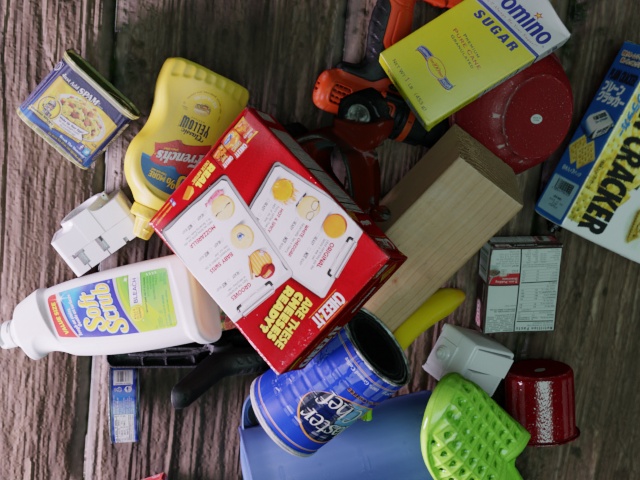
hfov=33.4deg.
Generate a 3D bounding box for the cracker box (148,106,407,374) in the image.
[{"bbox_3d":[-0.045,0.000,1.065,0.214,0.072,0.164,47,106,17],"label":"cracker box"}]

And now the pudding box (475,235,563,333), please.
[{"bbox_3d":[0.232,0.052,1.249,0.090,0.039,0.113,-1,111,-8],"label":"pudding box"}]

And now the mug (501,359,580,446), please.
[{"bbox_3d":[0.249,0.190,1.270,0.117,0.093,0.081,1,101,25],"label":"mug"}]

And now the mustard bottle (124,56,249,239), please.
[{"bbox_3d":[-0.155,-0.092,1.138,0.096,0.058,0.191,23,90,-27],"label":"mustard bottle"}]

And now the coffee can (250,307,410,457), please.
[{"bbox_3d":[0.010,0.149,1.129,0.140,0.102,0.102,-40,106,21],"label":"coffee can"}]

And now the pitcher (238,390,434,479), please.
[{"bbox_3d":[0.028,0.242,1.235,0.242,0.145,0.149,-14,132,-7],"label":"pitcher"}]

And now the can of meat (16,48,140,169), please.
[{"bbox_3d":[-0.257,-0.137,1.134,0.102,0.057,0.084,42,98,-14],"label":"can of meat"}]

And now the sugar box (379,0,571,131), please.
[{"bbox_3d":[0.159,-0.199,1.105,0.176,0.048,0.093,-33,86,2],"label":"sugar box"}]

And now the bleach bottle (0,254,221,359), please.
[{"bbox_3d":[-0.237,0.086,1.161,0.251,0.068,0.102,-14,77,16],"label":"bleach bottle"}]

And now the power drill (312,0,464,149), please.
[{"bbox_3d":[0.104,-0.200,1.162,0.184,0.057,0.188,18,100,-15],"label":"power drill"}]

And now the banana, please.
[{"bbox_3d":[0.095,0.111,1.209,0.197,0.037,0.069,-47,144,-20],"label":"banana"}]

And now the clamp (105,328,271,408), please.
[{"bbox_3d":[-0.112,0.133,1.175,0.209,0.165,0.036,-9,108,-28],"label":"clamp"}]

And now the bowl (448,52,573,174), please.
[{"bbox_3d":[0.221,-0.140,1.167,0.161,0.055,0.162,-9,111,-24],"label":"bowl"}]

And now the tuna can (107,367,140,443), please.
[{"bbox_3d":[-0.221,0.185,1.205,0.033,0.086,0.086,-2,104,-9],"label":"tuna can"}]

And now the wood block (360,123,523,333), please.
[{"bbox_3d":[0.110,-0.011,1.146,0.090,0.091,0.206,36,114,-16],"label":"wood block"}]
